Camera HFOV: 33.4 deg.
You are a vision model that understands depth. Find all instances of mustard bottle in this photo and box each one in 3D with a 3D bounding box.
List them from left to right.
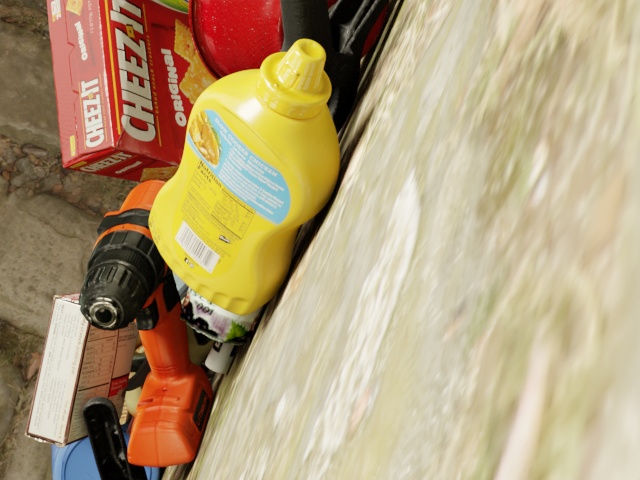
[{"bbox_3d":[-0.039,-0.043,0.631,0.058,0.096,0.192,-33,-18,-41],"label":"mustard bottle"}]

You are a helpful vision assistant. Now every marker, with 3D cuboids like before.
[{"bbox_3d":[-0.057,0.045,0.813,0.020,0.020,0.121,-94,28,-77],"label":"marker"}]

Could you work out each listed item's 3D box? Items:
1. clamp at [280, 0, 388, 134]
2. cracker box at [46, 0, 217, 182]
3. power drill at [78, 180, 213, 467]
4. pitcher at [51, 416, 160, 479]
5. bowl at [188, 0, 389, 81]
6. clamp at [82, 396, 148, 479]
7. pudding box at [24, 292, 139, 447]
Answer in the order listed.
[{"bbox_3d":[-0.004,-0.115,0.661,0.164,0.036,0.210,-22,-41,-57],"label":"clamp"},{"bbox_3d":[-0.147,-0.137,0.998,0.072,0.213,0.164,-16,76,31],"label":"cracker box"},{"bbox_3d":[-0.124,0.069,0.778,0.184,0.057,0.188,-79,-14,-64],"label":"power drill"},{"bbox_3d":[-0.235,0.248,1.188,0.145,0.149,0.243,-53,7,-8],"label":"pitcher"},{"bbox_3d":[-0.006,-0.161,0.720,0.055,0.161,0.162,39,112,41],"label":"bowl"},{"bbox_3d":[-0.157,0.190,0.834,0.171,0.039,0.120,94,175,-74],"label":"clamp"},{"bbox_3d":[-0.181,0.096,0.831,0.090,0.039,0.113,-3,-76,-72],"label":"pudding box"}]
